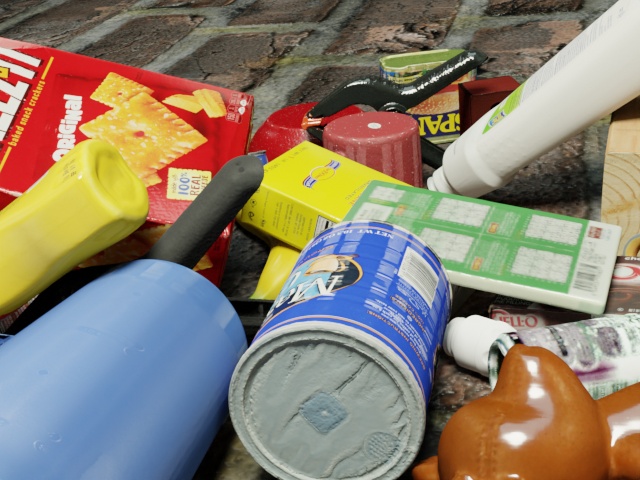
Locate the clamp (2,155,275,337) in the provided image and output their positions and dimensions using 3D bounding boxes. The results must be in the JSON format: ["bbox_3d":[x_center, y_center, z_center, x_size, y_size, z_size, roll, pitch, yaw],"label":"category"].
[{"bbox_3d":[-0.107,0.033,0.664,0.210,0.164,0.036,-18,46,-8],"label":"clamp"}]

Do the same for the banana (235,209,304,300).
[{"bbox_3d":[-0.037,0.001,0.837,0.069,0.037,0.198,-6,23,-2],"label":"banana"}]

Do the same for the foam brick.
[{"bbox_3d":[0.160,-0.108,0.998,0.053,0.078,0.051,-9,24,-3],"label":"foam brick"}]

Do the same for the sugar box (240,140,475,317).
[{"bbox_3d":[0.038,-0.013,0.784,0.176,0.048,0.093,22,32,20],"label":"sugar box"}]

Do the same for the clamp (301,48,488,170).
[{"bbox_3d":[0.071,-0.117,0.949,0.171,0.120,0.039,7,6,-1],"label":"clamp"}]

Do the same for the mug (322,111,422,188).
[{"bbox_3d":[0.037,-0.056,0.895,0.093,0.081,0.117,18,32,42],"label":"mug"}]

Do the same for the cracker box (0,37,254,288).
[{"bbox_3d":[-0.160,-0.057,0.743,0.213,0.072,0.164,13,42,-6],"label":"cracker box"}]

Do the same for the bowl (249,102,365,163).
[{"bbox_3d":[-0.003,-0.095,1.030,0.162,0.055,0.162,-5,23,2],"label":"bowl"}]

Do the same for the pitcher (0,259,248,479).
[{"bbox_3d":[-0.131,0.095,0.522,0.145,0.149,0.242,-19,14,21],"label":"pitcher"}]

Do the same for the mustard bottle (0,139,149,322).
[{"bbox_3d":[-0.190,0.020,0.616,0.192,0.058,0.096,-35,13,8],"label":"mustard bottle"}]

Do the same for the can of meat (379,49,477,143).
[{"bbox_3d":[0.111,-0.146,1.086,0.102,0.084,0.057,-8,23,-6],"label":"can of meat"}]

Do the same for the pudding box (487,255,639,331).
[{"bbox_3d":[0.174,0.041,0.695,0.114,0.039,0.089,4,25,22],"label":"pudding box"}]

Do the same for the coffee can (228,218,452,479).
[{"bbox_3d":[0.017,0.061,0.604,0.103,0.103,0.140,1,24,13],"label":"coffee can"}]

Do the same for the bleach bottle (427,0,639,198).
[{"bbox_3d":[0.187,-0.110,0.863,0.251,0.068,0.102,-38,9,35],"label":"bleach bottle"}]
